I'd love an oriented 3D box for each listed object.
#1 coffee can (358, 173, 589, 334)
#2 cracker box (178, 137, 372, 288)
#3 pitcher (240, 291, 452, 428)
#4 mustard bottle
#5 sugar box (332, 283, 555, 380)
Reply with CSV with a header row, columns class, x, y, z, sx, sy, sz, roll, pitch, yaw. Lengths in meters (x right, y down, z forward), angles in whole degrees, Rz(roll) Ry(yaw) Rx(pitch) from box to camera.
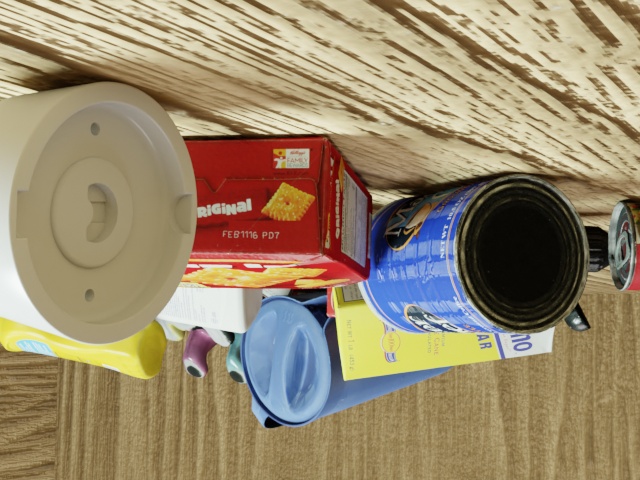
class,x,y,z,sx,sy,sz,roll,pitch,yaw
coffee can,0.100,0.014,0.735,0.102,0.103,0.140,3,175,-24
cracker box,-0.060,-0.010,0.662,0.164,0.072,0.213,0,174,9
pitcher,0.038,0.118,1.152,0.242,0.145,0.149,-6,180,-44
mustard bottle,-0.255,0.091,1.058,0.192,0.058,0.096,10,168,9
sugar box,0.101,0.060,0.861,0.176,0.048,0.093,-6,135,1
